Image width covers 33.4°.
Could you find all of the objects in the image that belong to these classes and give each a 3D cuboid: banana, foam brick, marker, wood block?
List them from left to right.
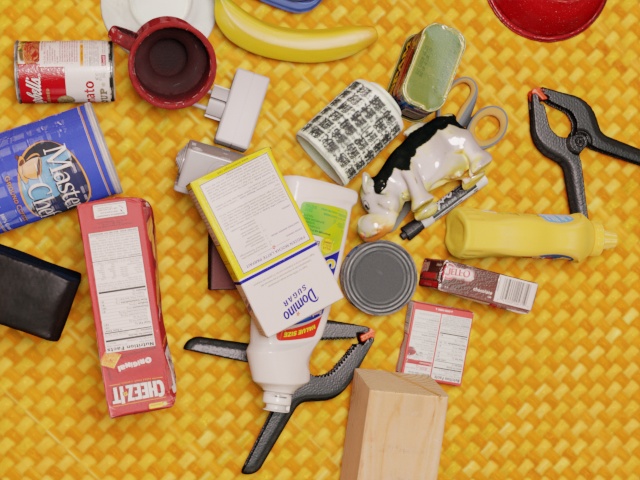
[{"bbox_3d":[-0.098,0.016,1.183,0.051,0.053,0.078,1,89,-8],"label":"foam brick"},{"bbox_3d":[-0.037,-0.231,1.190,0.197,0.070,0.037,14,44,-14],"label":"banana"},{"bbox_3d":[0.075,0.255,1.174,0.090,0.091,0.206,6,97,-9],"label":"wood block"},{"bbox_3d":[0.141,-0.039,1.235,0.121,0.020,0.020,-36,95,-7],"label":"marker"}]

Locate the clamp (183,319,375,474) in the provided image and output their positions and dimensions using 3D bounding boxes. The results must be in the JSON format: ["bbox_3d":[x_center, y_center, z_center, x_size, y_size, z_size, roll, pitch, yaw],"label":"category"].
[{"bbox_3d":[-0.039,0.140,1.199,0.210,0.036,0.164,-32,92,-10],"label":"clamp"}]

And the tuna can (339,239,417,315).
[{"bbox_3d":[0.065,0.042,1.216,0.086,0.034,0.086,0,90,-8],"label":"tuna can"}]

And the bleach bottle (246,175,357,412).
[{"bbox_3d":[-0.025,0.061,1.162,0.102,0.068,0.251,13,81,-36],"label":"bleach bottle"}]

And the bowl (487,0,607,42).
[{"bbox_3d":[0.272,-0.315,1.238,0.162,0.055,0.162,0,89,-9],"label":"bowl"}]

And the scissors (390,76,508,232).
[{"bbox_3d":[0.153,-0.089,1.239,0.096,0.016,0.202,19,87,-8],"label":"scissors"}]

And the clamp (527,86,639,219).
[{"bbox_3d":[0.311,-0.115,1.251,0.120,0.039,0.171,-31,94,-9],"label":"clamp"}]

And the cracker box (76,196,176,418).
[{"bbox_3d":[-0.197,0.064,1.112,0.072,0.164,0.214,-9,91,-7],"label":"cracker box"}]

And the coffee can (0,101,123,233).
[{"bbox_3d":[-0.293,-0.076,1.129,0.140,0.103,0.103,-20,93,-8],"label":"coffee can"}]

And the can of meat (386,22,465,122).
[{"bbox_3d":[0.118,-0.188,1.200,0.057,0.084,0.102,21,87,-8],"label":"can of meat"}]

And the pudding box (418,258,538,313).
[{"bbox_3d":[0.176,0.050,1.205,0.113,0.090,0.039,16,89,-9],"label":"pudding box"}]

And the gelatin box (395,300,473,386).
[{"bbox_3d":[0.131,0.118,1.228,0.073,0.030,0.089,10,90,-9],"label":"gelatin box"}]

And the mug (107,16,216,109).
[{"bbox_3d":[-0.173,-0.200,1.146,0.117,0.081,0.093,20,105,-19],"label":"mug"}]

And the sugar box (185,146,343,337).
[{"bbox_3d":[-0.057,0.001,1.095,0.093,0.048,0.176,-27,96,-13],"label":"sugar box"}]

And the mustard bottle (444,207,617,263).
[{"bbox_3d":[0.244,-0.005,1.211,0.191,0.096,0.058,2,92,-9],"label":"mustard bottle"}]

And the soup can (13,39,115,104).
[{"bbox_3d":[-0.274,-0.182,1.150,0.102,0.068,0.068,-2,90,-9],"label":"soup can"}]
